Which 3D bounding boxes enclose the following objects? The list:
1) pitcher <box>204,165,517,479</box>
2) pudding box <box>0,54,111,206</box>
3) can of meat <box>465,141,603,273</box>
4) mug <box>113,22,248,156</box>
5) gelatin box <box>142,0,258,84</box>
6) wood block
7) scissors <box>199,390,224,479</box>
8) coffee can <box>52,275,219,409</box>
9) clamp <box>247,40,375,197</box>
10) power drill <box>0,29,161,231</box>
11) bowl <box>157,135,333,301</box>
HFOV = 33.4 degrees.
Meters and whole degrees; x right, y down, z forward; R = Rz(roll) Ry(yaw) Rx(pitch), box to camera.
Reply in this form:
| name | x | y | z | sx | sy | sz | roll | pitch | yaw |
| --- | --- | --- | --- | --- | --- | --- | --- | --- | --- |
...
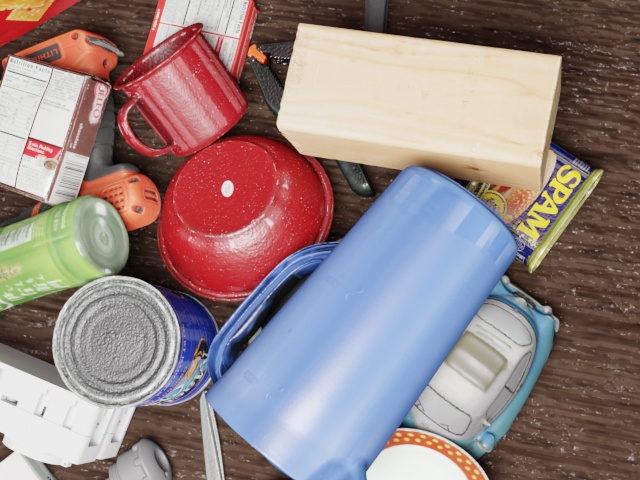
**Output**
| name | x | y | z | sx | sy | sz | roll | pitch | yaw |
| --- | --- | --- | --- | --- | --- | --- | --- | --- | --- |
| pitcher | 0.029 | 0.062 | 0.806 | 0.149 | 0.145 | 0.243 | 39 | 86 | -5 |
| pudding box | -0.235 | -0.093 | 0.899 | 0.090 | 0.039 | 0.113 | 19 | 90 | 27 |
| can of meat | 0.173 | -0.039 | 0.899 | 0.084 | 0.057 | 0.102 | 36 | 88 | 14 |
| mug | -0.122 | -0.119 | 0.909 | 0.117 | 0.093 | 0.081 | -50 | 115 | -31 |
| gelatin box | -0.108 | -0.188 | 0.970 | 0.089 | 0.030 | 0.073 | 13 | 83 | 9 |
| wood block | 0.081 | -0.106 | 0.855 | 0.206 | 0.090 | 0.090 | 10 | 83 | 14 |
| scissors | -0.103 | 0.241 | 0.920 | 0.096 | 0.016 | 0.202 | -24 | 80 | 3 |
| coffee can | -0.147 | 0.086 | 0.884 | 0.103 | 0.140 | 0.103 | -1 | 82 | 8 |
| clamp | 0.006 | -0.116 | 0.941 | 0.171 | 0.039 | 0.120 | 23 | 82 | 15 |
| power drill | -0.233 | -0.079 | 0.950 | 0.185 | 0.057 | 0.187 | -15 | 78 | 23 |
| bowl | -0.073 | -0.032 | 0.906 | 0.162 | 0.055 | 0.162 | -7 | 63 | 13 |
